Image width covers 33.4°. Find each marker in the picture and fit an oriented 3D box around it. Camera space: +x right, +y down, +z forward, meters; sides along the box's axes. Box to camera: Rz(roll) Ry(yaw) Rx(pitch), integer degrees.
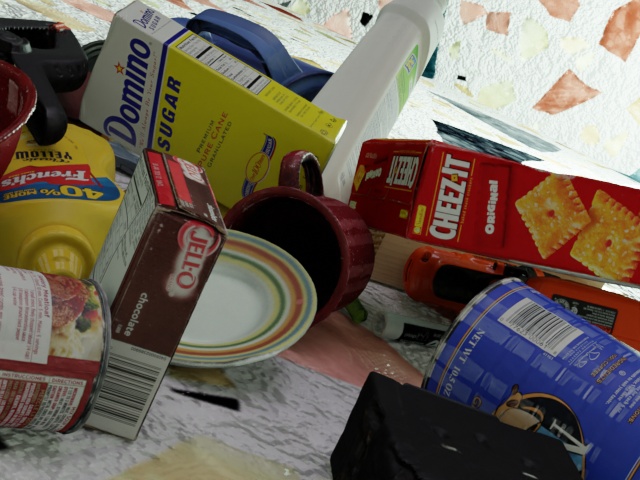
[{"bbox_3d":[0.090,0.070,0.783,0.120,0.020,0.020,14,18,-32],"label":"marker"}]

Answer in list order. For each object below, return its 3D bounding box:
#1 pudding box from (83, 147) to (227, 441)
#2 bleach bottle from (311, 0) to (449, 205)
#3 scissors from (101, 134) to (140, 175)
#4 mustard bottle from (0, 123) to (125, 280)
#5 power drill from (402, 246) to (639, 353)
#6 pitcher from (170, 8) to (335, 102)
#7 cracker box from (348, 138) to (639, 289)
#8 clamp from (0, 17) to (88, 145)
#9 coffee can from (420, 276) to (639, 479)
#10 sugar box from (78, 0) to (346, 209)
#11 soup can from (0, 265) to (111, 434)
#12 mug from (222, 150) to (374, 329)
[{"bbox_3d":[-0.085,0.022,0.505,0.039,0.113,0.090,22,15,-19],"label":"pudding box"},{"bbox_3d":[0.041,-0.121,0.912,0.068,0.250,0.102,26,-25,15],"label":"bleach bottle"},{"bbox_3d":[-0.164,-0.062,0.861,0.202,0.016,0.096,32,19,28],"label":"scissors"},{"bbox_3d":[-0.159,-0.015,0.621,0.096,0.058,0.192,0,24,-19],"label":"mustard bottle"},{"bbox_3d":[0.171,0.053,0.805,0.184,0.057,0.188,12,2,-15],"label":"power drill"},{"bbox_3d":[-0.083,-0.139,1.012,0.144,0.149,0.243,8,19,-46],"label":"pitcher"},{"bbox_3d":[0.142,-0.019,0.748,0.213,0.072,0.164,12,2,-13],"label":"cracker box"},{"bbox_3d":[-0.207,-0.116,0.716,0.164,0.036,0.209,24,21,9],"label":"clamp"},{"bbox_3d":[0.142,0.099,0.604,0.140,0.103,0.102,33,18,33],"label":"coffee can"},{"bbox_3d":[-0.078,-0.085,0.757,0.176,0.093,0.048,29,33,0],"label":"sugar box"},{"bbox_3d":[-0.147,0.041,0.438,0.102,0.068,0.069,13,19,-33],"label":"soup can"},{"bbox_3d":[-0.013,-0.001,0.702,0.093,0.117,0.081,-1,2,20],"label":"mug"}]
